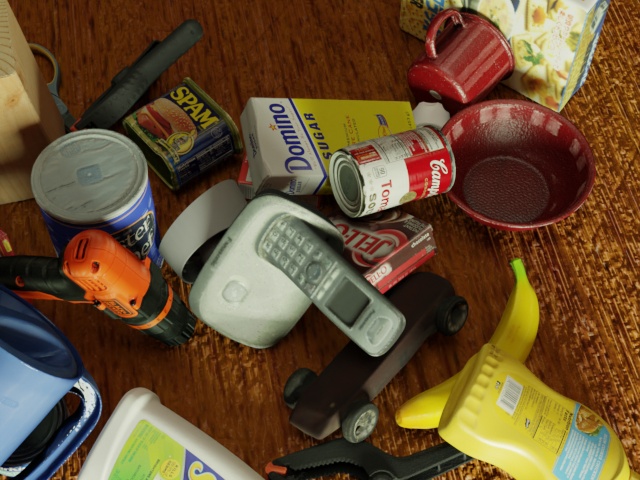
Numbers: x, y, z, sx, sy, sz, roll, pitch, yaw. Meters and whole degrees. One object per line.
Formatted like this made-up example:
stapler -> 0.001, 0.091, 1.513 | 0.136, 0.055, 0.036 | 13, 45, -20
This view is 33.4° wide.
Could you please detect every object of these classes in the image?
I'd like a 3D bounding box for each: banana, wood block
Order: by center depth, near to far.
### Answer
banana -> 0.146, 0.108, 0.971 | 0.069, 0.037, 0.197 | 40, 68, 0
wood block -> -0.309, -0.126, 1.020 | 0.090, 0.206, 0.091 | -12, 65, -3

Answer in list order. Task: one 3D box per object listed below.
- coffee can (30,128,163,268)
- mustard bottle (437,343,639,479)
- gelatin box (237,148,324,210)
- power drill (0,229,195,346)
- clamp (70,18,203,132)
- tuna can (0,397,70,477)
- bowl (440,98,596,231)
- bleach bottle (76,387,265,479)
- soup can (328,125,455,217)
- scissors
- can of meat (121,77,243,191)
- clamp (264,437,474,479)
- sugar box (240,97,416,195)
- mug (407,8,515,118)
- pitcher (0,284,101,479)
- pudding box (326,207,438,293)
coffee can -> -0.205, -0.021, 0.998 | 0.103, 0.140, 0.103 | 0, 57, 0
mustard bottle -> 0.198, 0.175, 0.905 | 0.191, 0.058, 0.096 | 33, 48, 0
gelatin box -> -0.036, -0.074, 1.100 | 0.089, 0.030, 0.073 | 9, 57, 2
power drill -> -0.223, 0.048, 0.959 | 0.188, 0.184, 0.057 | -3, 61, 21
clamp -> -0.201, -0.167, 1.135 | 0.171, 0.120, 0.039 | -45, 102, -13
tuna can -> -0.263, 0.164, 0.940 | 0.086, 0.034, 0.086 | 0, 57, 0
bowl -> 0.192, -0.066, 1.082 | 0.162, 0.055, 0.162 | 0, 57, 0
bleach bottle -> -0.072, 0.225, 0.877 | 0.251, 0.068, 0.102 | 28, 84, 15
soup can -> 0.067, -0.066, 1.015 | 0.102, 0.069, 0.068 | -17, 58, -23
scissors -> -0.301, -0.136, 1.148 | 0.096, 0.016, 0.202 | -22, 59, -12
can of meat -> -0.144, -0.109, 1.105 | 0.083, 0.057, 0.102 | -34, 57, -17
clamp -> 0.056, 0.223, 0.898 | 0.210, 0.036, 0.164 | 3, 47, 3
sugar box -> 0.014, -0.094, 1.071 | 0.176, 0.048, 0.093 | -1, 63, -24
mug -> 0.142, -0.189, 1.131 | 0.093, 0.117, 0.081 | 23, 61, 41
pitcher -> -0.302, 0.159, 0.849 | 0.149, 0.145, 0.243 | 40, 95, 16
pudding box -> 0.042, 0.005, 1.019 | 0.090, 0.039, 0.114 | -35, 34, -22
